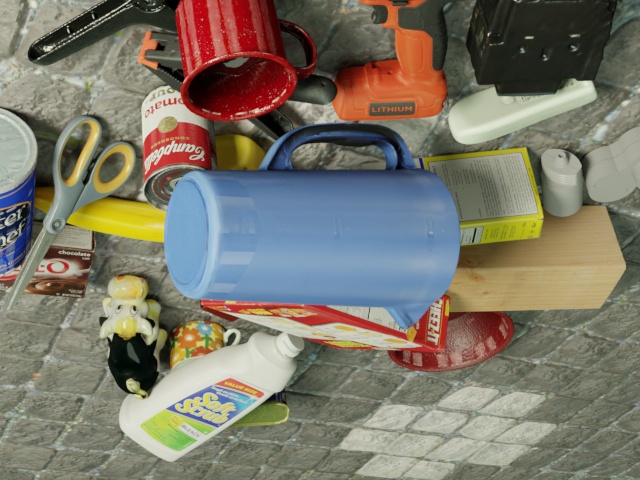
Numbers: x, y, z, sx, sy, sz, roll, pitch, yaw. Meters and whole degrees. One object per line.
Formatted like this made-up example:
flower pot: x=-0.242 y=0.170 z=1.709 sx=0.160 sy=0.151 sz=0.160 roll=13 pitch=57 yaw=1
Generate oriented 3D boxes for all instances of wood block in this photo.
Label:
wood block: x=0.223 y=0.021 z=1.208 sx=0.206 sy=0.091 sz=0.090 roll=-1 pitch=145 yaw=-10

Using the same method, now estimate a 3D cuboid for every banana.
banana: x=-0.194 y=-0.027 z=1.088 sx=0.197 sy=0.037 sz=0.070 roll=8 pitch=159 yaw=-2

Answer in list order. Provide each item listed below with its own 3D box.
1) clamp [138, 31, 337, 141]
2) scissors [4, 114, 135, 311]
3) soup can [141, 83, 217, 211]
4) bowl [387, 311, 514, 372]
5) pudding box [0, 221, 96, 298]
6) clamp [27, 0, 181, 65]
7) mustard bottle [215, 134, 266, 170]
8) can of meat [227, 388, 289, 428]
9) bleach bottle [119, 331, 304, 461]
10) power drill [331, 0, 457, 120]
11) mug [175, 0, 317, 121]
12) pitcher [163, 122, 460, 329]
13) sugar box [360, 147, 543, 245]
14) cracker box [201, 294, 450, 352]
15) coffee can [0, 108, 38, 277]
clamp: x=-0.079 y=-0.136 z=0.952 sx=0.171 sy=0.039 sz=0.120 roll=19 pitch=153 yaw=-7
scissors: x=-0.237 y=-0.023 z=1.028 sx=0.096 sy=0.016 sz=0.202 roll=4 pitch=111 yaw=-45
soup can: x=-0.129 y=-0.085 z=0.975 sx=0.068 sy=0.102 sz=0.068 roll=-5 pitch=145 yaw=-4
bowl: x=0.159 y=0.104 z=1.343 sx=0.162 sy=0.055 sz=0.162 roll=-5 pitch=145 yaw=-4
pudding box: x=-0.303 y=0.019 z=1.143 sx=0.113 sy=0.039 sz=0.090 roll=4 pitch=143 yaw=-18
clamp: x=-0.143 y=-0.211 z=0.850 sx=0.210 sy=0.036 sz=0.164 roll=-7 pitch=147 yaw=-6
mustard bottle: x=-0.061 y=-0.036 z=1.096 sx=0.096 sy=0.058 sz=0.191 roll=-15 pitch=146 yaw=27
can of meat: x=-0.095 y=0.193 z=1.393 sx=0.102 sy=0.084 sz=0.057 roll=-3 pitch=145 yaw=-8
bleach bottle: x=-0.124 y=0.174 z=1.282 sx=0.251 sy=0.068 sz=0.102 roll=-36 pitch=117 yaw=28
power drill: x=0.050 y=-0.183 z=0.912 sx=0.184 sy=0.057 sz=0.188 roll=-2 pitch=146 yaw=-3
mug: x=-0.059 y=-0.154 z=0.854 sx=0.117 sy=0.081 sz=0.093 roll=-3 pitch=154 yaw=-18
pitcher: x=-0.009 y=-0.014 z=0.941 sx=0.242 sy=0.149 sz=0.145 roll=1 pitch=128 yaw=-30
sugar box: x=0.133 y=-0.041 z=1.100 sx=0.176 sy=0.093 sz=0.048 roll=-7 pitch=147 yaw=-1
cracker box: x=0.008 y=0.063 z=1.134 sx=0.213 sy=0.072 sz=0.164 roll=21 pitch=164 yaw=-40
coffee can: x=-0.319 y=-0.043 z=0.997 sx=0.102 sy=0.103 sz=0.140 roll=3 pitch=144 yaw=-15
